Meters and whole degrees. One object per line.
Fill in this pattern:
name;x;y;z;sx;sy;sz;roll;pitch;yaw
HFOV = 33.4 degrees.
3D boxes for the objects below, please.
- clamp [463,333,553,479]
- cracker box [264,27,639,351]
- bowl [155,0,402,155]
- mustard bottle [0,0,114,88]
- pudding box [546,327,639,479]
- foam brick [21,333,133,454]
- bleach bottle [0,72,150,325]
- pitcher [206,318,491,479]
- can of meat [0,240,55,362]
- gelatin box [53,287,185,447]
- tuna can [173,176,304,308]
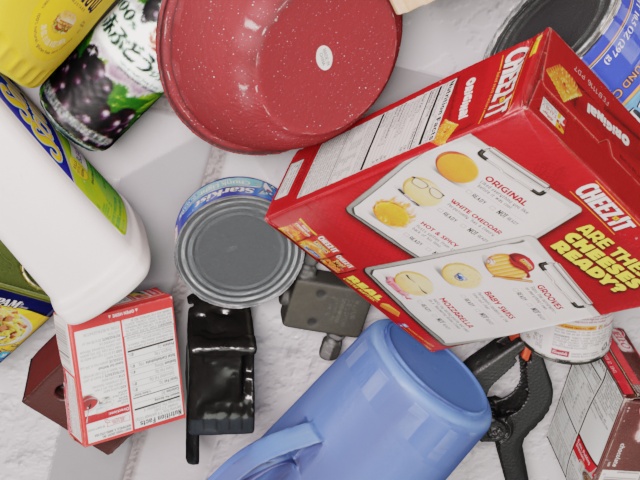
clamp;0.137;0.144;0.821;0.120;0.039;0.172;18;116;-21
cracker box;0.097;-0.017;0.642;0.164;0.072;0.214;39;144;-25
bowl;-0.009;-0.112;0.605;0.161;0.055;0.162;-17;126;-26
mustard bottle;-0.116;-0.171;0.565;0.058;0.096;0.191;43;91;14
pudding box;0.211;0.134;0.796;0.039;0.090;0.114;7;120;-10
foam brick;-0.159;0.101;0.745;0.078;0.051;0.053;38;109;-26
bleach bottle;-0.198;-0.069;0.608;0.068;0.102;0.250;-34;120;4
pitcher;0.001;0.173;0.760;0.145;0.149;0.243;38;108;-1
can of meat;-0.221;0.035;0.679;0.084;0.057;0.102;-41;146;18
gelatin box;-0.130;0.082;0.695;0.073;0.030;0.089;-13;107;-32
tuna can;-0.055;0.001;0.711;0.086;0.034;0.086;-4;121;-6
